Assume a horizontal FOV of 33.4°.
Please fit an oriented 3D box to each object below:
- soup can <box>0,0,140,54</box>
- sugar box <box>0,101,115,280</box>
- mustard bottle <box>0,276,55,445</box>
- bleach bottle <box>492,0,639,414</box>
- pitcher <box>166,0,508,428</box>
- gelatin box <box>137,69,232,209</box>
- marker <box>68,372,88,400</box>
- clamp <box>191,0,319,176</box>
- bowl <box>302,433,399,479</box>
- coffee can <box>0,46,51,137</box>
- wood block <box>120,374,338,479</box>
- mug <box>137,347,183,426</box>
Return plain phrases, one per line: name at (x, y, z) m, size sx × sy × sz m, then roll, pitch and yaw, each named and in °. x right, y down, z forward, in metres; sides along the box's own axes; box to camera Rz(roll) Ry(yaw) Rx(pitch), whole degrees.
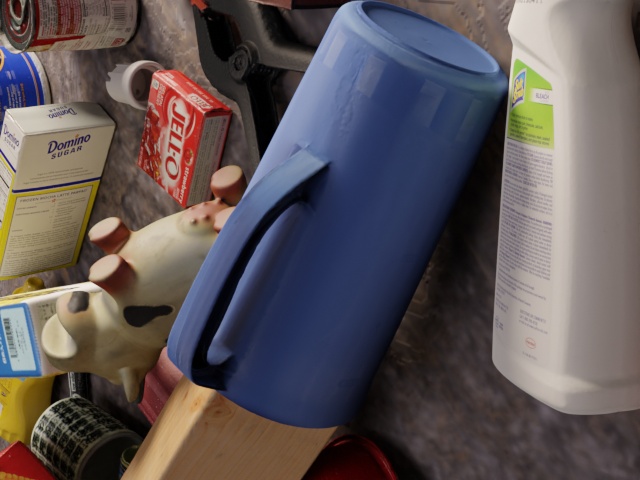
soup can at (-0.210, -0.192, 0.887) m, size 0.069 × 0.102 × 0.068 m, roll 16°, pitch 112°, yaw 46°
sugar box at (-0.257, -0.045, 0.988) m, size 0.048 × 0.093 × 0.176 m, roll 46°, pitch 130°, yaw 30°
mustard bottle at (-0.313, 0.118, 1.121) m, size 0.096 × 0.058 × 0.192 m, roll 43°, pitch 130°, yaw 34°
bleach bottle at (0.134, -0.045, 0.556) m, size 0.103 × 0.068 × 0.251 m, roll -147°, pitch 55°, yaw -69°
pitcher at (0.008, -0.014, 0.641) m, size 0.149 × 0.145 × 0.243 m, roll -96°, pitch 28°, yaw -62°
gelatin box at (-0.112, -0.082, 0.860) m, size 0.073 × 0.030 × 0.089 m, roll 40°, pitch 128°, yaw 34°
marker at (-0.245, 0.170, 1.088) m, size 0.020 × 0.020 × 0.121 m, roll 12°, pitch 109°, yaw 46°
clamp at (-0.037, -0.128, 0.757) m, size 0.120 × 0.039 × 0.171 m, roll -43°, pitch 64°, yaw 29°
bowl at (0.000, 0.218, 0.757) m, size 0.162 × 0.055 × 0.162 m, roll -22°, pitch 65°, yaw 59°
coffee can at (-0.347, -0.133, 1.030) m, size 0.103 × 0.140 × 0.103 m, roll 16°, pitch 112°, yaw 45°
wood block at (-0.076, 0.161, 0.764) m, size 0.206 × 0.090 × 0.090 m, roll -58°, pitch 17°, yaw 25°
mug at (-0.100, 0.132, 0.871) m, size 0.082 × 0.093 × 0.117 m, roll 43°, pitch 163°, yaw 39°
